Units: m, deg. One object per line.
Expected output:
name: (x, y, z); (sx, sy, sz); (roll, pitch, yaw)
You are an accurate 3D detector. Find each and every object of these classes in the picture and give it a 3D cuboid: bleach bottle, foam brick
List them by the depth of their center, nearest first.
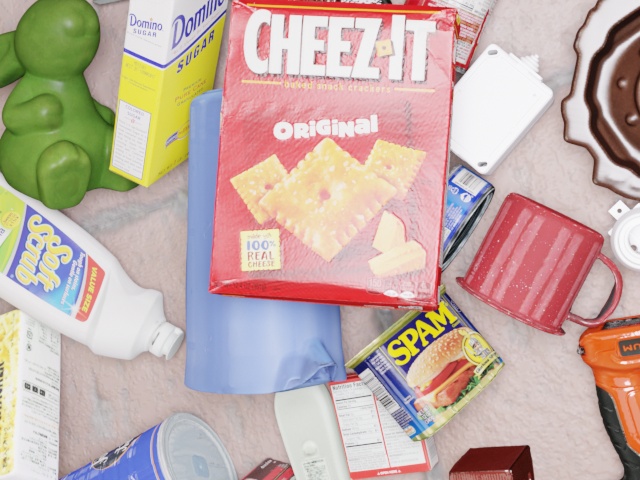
foam brick: (0.137, 0.197, 0.845); (0.051, 0.078, 0.053); (-7, 93, 22)
bleach bottle: (-0.231, 0.026, 0.966); (0.251, 0.068, 0.102); (29, 72, 9)

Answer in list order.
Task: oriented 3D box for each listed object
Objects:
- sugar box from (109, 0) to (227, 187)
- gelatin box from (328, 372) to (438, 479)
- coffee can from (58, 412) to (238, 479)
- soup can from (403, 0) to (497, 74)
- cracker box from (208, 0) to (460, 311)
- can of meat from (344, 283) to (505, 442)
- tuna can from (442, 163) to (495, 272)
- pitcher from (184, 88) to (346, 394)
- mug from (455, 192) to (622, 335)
sugar box: (-0.121, -0.140, 0.867); (0.048, 0.093, 0.176); (27, 128, 13)
gelatin box: (0.053, 0.152, 0.897); (0.073, 0.030, 0.089); (-13, 90, 22)
coffee can: (-0.157, 0.228, 0.942); (0.140, 0.102, 0.103); (-31, 84, 20)
soup can: (0.103, -0.188, 0.825); (0.068, 0.068, 0.102); (27, 103, 16)
cracker box: (0.011, -0.061, 0.769); (0.164, 0.072, 0.214); (4, 88, 7)
can of meat: (0.085, 0.098, 0.845); (0.084, 0.102, 0.058); (50, 151, 6)
tuna can: (0.100, -0.015, 0.834); (0.034, 0.086, 0.086); (34, 105, 12)
pitcher: (-0.056, 0.001, 0.879); (0.149, 0.145, 0.243); (-2, 91, 8)
mug: (0.173, 0.021, 0.810); (0.117, 0.093, 0.081); (28, 99, 13)
